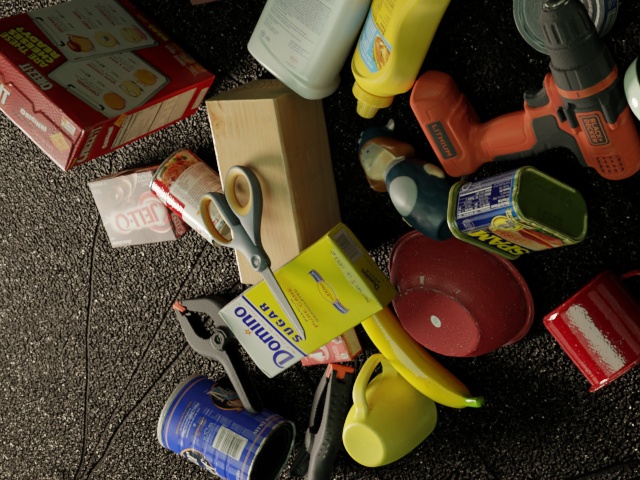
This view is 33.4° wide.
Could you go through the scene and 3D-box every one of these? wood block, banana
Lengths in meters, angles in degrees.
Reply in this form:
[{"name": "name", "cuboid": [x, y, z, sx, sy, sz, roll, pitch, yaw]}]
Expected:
[{"name": "wood block", "cuboid": [-0.044, -0.062, 1.139, 0.091, 0.090, 0.206, 4, 113, 34]}, {"name": "banana", "cuboid": [0.098, 0.117, 1.157, 0.198, 0.037, 0.070, 43, 141, 14]}]

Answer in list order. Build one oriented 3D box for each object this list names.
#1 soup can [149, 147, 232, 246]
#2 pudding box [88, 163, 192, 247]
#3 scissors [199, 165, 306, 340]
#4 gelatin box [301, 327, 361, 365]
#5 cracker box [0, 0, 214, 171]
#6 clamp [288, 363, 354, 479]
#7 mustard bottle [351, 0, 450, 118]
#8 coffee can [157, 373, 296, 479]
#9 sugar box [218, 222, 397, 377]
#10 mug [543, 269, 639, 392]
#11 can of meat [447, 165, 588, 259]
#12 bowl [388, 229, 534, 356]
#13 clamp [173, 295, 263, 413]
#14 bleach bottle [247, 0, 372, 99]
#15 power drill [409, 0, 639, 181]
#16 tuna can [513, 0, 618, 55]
[{"name": "soup can", "cuboid": [-0.136, -0.049, 1.223, 0.102, 0.068, 0.069, 40, 129, 13]}, {"name": "pudding box", "cuboid": [-0.220, -0.042, 1.304, 0.114, 0.039, 0.090, -6, 109, 37]}, {"name": "scissors", "cuboid": [-0.057, 0.001, 1.070, 0.202, 0.016, 0.096, 43, 120, 34]}, {"name": "gelatin box", "cuboid": [-0.001, 0.098, 1.225, 0.073, 0.030, 0.089, -11, 105, 38]}, {"name": "cracker box", "cuboid": [-0.244, -0.177, 1.141, 0.164, 0.213, 0.072, 42, 129, 11]}, {"name": "clamp", "cuboid": [0.002, 0.243, 1.237, 0.036, 0.164, 0.210, 10, 117, -12]}, {"name": "mustard bottle", "cuboid": [0.073, -0.196, 0.995, 0.096, 0.058, 0.192, -109, 32, -46]}, {"name": "coffee can", "cuboid": [-0.116, 0.240, 1.327, 0.140, 0.102, 0.103, 23, 123, 24]}, {"name": "sugar box", "cuboid": [-0.016, 0.065, 1.094, 0.176, 0.048, 0.093, -36, 92, 33]}, {"name": "mug", "cuboid": [0.272, 0.074, 0.993, 0.117, 0.093, 0.081, -39, 81, 9]}, {"name": "can of meat", "cuboid": [0.183, -0.025, 0.980, 0.084, 0.101, 0.057, -15, 60, 51]}, {"name": "bowl", "cuboid": [0.129, 0.065, 1.073, 0.162, 0.055, 0.162, 23, 140, 20]}, {"name": "clamp", "cuboid": [-0.105, 0.113, 1.294, 0.171, 0.039, 0.120, 41, 106, 20]}, {"name": "bleach bottle", "cuboid": [0.021, -0.262, 1.015, 0.102, 0.068, 0.251, 40, 127, 13]}, {"name": "power drill", "cuboid": [0.177, -0.124, 0.946, 0.188, 0.057, 0.184, -2, 131, 39]}, {"name": "tuna can", "cuboid": [0.212, -0.204, 0.927, 0.086, 0.033, 0.086, 15, 120, 29]}]
